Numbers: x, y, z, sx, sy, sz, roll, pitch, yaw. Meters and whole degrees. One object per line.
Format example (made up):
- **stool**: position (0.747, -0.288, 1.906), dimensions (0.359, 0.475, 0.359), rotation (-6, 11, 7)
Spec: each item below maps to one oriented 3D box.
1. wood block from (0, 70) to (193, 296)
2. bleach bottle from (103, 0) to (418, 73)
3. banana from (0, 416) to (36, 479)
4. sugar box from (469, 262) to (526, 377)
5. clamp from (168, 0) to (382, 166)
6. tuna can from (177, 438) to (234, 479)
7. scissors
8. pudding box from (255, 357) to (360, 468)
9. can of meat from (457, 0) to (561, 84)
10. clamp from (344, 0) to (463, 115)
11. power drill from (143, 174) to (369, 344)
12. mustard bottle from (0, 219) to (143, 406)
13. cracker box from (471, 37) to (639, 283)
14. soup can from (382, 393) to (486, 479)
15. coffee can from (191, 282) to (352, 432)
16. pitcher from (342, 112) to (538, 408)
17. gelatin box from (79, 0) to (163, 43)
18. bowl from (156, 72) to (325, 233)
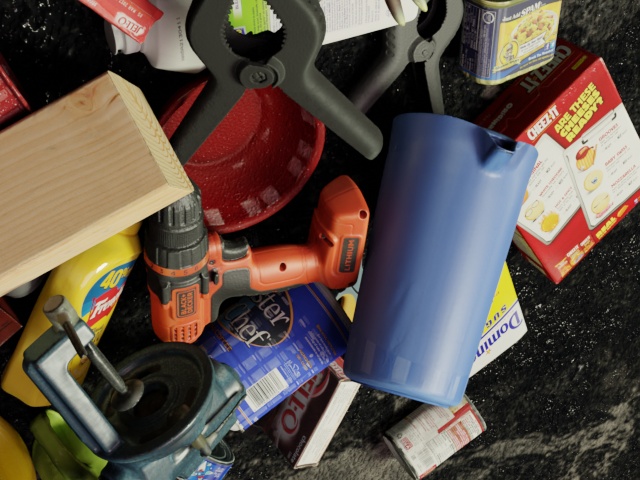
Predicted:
- **wood block**: position (-0.208, -0.027, 0.760), dimensions (0.206, 0.091, 0.090), rotation (-29, 178, 4)
- **bleach bottle**: position (-0.046, -0.195, 0.834), dimensions (0.250, 0.068, 0.102), rotation (-17, 120, -20)
- **banana**: position (-0.291, 0.215, 0.961), dimensions (0.069, 0.037, 0.198), rotation (-14, 127, -28)
- **sugar box**: position (0.166, 0.066, 1.172), dimensions (0.093, 0.048, 0.176), rotation (-36, 133, -9)
- **clamp**: position (-0.051, -0.121, 0.748), dimensions (0.164, 0.036, 0.210), rotation (-8, 142, 8)
- **tuna can**: position (-0.126, 0.201, 1.033), dimensions (0.086, 0.086, 0.034), rotation (31, 98, -44)
- **scissors**: position (0.046, 0.023, 1.079), dimensions (0.096, 0.016, 0.202), rotation (-4, 122, -35)
- **pudding box**: position (-0.017, 0.157, 1.075), dimensions (0.039, 0.090, 0.114), rotation (4, 119, -42)
- **can of meat**: position (0.175, -0.200, 0.982), dimensions (0.101, 0.058, 0.084), rotation (-24, 133, -28)
- **clamp**: position (0.074, -0.169, 0.950), dimensions (0.120, 0.039, 0.171), rotation (-17, 130, -34)
- **power drill**: position (-0.056, 0.001, 0.891), dimensions (0.187, 0.057, 0.184), rotation (-13, 141, -18)
- **mustard bottle**: position (-0.194, 0.039, 0.877), dimensions (0.192, 0.058, 0.096), rotation (-63, 170, 15)
- **cracker box**: position (0.246, -0.079, 1.110), dimensions (0.164, 0.072, 0.213), rotation (-45, 134, -1)
- **soup can**: position (0.132, 0.222, 1.239), dimensions (0.102, 0.069, 0.068), rotation (-35, 134, -9)
- **coffee can**: position (-0.048, 0.097, 1.003), dimensions (0.140, 0.103, 0.102), rotation (-37, 134, -8)
- **pitcher**: position (0.097, 0.018, 0.951), dimensions (0.149, 0.145, 0.243), rotation (28, 76, -64)
- **gelatin box**: position (-0.160, -0.180, 0.744), dimensions (0.030, 0.089, 0.073), rotation (-52, 134, 6)
- **bowl**: position (-0.080, -0.084, 0.881), dimensions (0.162, 0.055, 0.162), rotation (-18, 136, -19)
